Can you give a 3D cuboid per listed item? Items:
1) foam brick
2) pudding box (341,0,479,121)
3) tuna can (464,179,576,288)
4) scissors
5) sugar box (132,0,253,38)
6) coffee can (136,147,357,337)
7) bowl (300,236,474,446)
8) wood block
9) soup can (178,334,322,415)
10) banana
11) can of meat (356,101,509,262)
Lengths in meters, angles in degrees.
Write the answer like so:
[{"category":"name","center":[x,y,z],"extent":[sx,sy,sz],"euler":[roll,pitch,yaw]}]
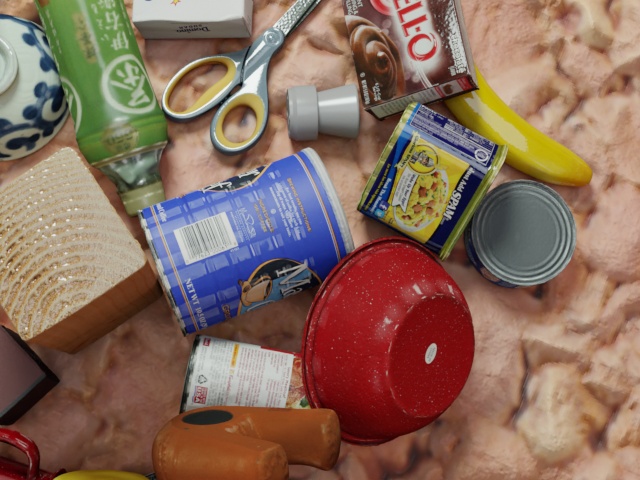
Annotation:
[{"category":"foam brick","center":[-0.234,0.101,0.793],"extent":[0.051,0.078,0.053],"euler":[-44,88,-12]},{"category":"pudding box","center":[0.071,-0.162,0.853],"extent":[0.090,0.039,0.113],"euler":[-17,73,20]},{"category":"tuna can","center":[0.160,-0.004,0.863],"extent":[0.086,0.034,0.086],"euler":[1,82,-5]},{"category":"scissors","center":[-0.035,-0.145,0.876],"extent":[0.201,0.016,0.096],"euler":[-33,82,-8]},{"category":"sugar box","center":[-0.100,-0.254,0.868],"extent":[0.093,0.048,0.176],"euler":[0,79,7]},{"category":"coffee can","center":[-0.055,0.001,0.810],"extent":[0.140,0.103,0.103],"euler":[-21,84,-7]},{"category":"bowl","center":[0.064,0.080,0.788],"extent":[0.161,0.055,0.162],"euler":[-7,102,-39]},{"category":"wood block","center":[-0.173,0.016,0.745],"extent":[0.090,0.206,0.091],"euler":[-33,86,-9]},{"category":"soup can","center":[-0.051,0.113,0.811],"extent":[0.102,0.068,0.068],"euler":[11,81,-3]},{"category":"banana","center":[0.143,-0.114,0.876],"extent":[0.069,0.037,0.198],"euler":[-34,86,-8]},{"category":"can of meat","center":[0.085,-0.047,0.835],"extent":[0.084,0.057,0.102],"euler":[28,120,2]}]
